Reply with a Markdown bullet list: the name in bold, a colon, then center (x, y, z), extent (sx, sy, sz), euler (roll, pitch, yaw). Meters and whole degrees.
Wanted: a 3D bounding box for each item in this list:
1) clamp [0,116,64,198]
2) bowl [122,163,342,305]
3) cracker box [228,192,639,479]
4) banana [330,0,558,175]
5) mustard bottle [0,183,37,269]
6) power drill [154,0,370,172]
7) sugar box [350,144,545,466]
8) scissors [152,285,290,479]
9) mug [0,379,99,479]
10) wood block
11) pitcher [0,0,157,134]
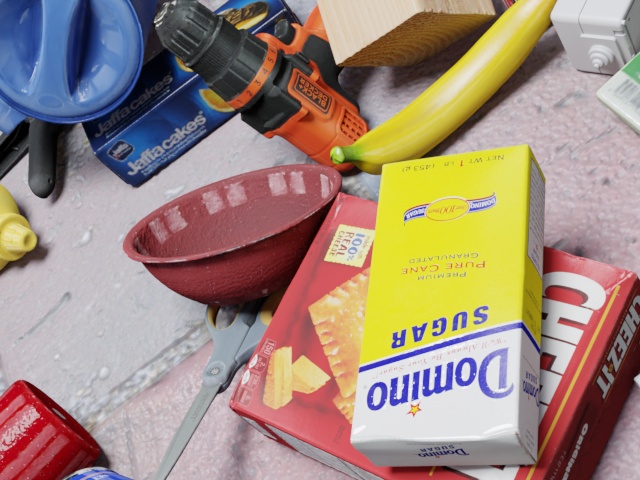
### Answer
- **clamp**: center (-0.259, -0.108, 0.994), extent (0.120, 0.039, 0.171), euler (15, 74, 36)
- **bowl**: center (-0.055, 0.001, 0.756), extent (0.162, 0.055, 0.162), euler (-16, 20, 6)
- **cracker box**: center (0.069, 0.073, 0.648), extent (0.214, 0.072, 0.164), euler (17, 71, 37)
- **banana**: center (0.094, -0.105, 0.754), extent (0.198, 0.069, 0.037), euler (-40, 80, 0)
- **mustard bottle**: center (-0.323, -0.013, 0.956), extent (0.192, 0.058, 0.096), euler (10, 82, 36)
- **power drill**: center (-0.025, -0.165, 0.803), extent (0.057, 0.184, 0.187), euler (-23, 41, 46)
- **sugar box**: center (0.074, 0.035, 0.592), extent (0.093, 0.048, 0.176), euler (-7, 55, 25)
- **scissors**: center (-0.049, 0.083, 0.710), extent (0.096, 0.016, 0.201), euler (-11, 35, 14)
- **mug**: center (-0.204, 0.162, 0.759), extent (0.117, 0.093, 0.081), euler (41, 80, 11)
- **wood block**: center (0.041, -0.241, 0.786), extent (0.091, 0.090, 0.206), euler (-26, 77, 47)
- **pitcher**: center (-0.211, -0.195, 0.920), extent (0.149, 0.145, 0.243), euler (-7, 26, 3)
